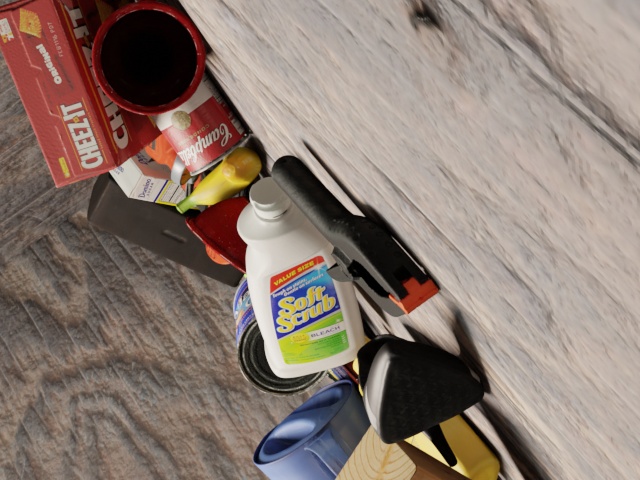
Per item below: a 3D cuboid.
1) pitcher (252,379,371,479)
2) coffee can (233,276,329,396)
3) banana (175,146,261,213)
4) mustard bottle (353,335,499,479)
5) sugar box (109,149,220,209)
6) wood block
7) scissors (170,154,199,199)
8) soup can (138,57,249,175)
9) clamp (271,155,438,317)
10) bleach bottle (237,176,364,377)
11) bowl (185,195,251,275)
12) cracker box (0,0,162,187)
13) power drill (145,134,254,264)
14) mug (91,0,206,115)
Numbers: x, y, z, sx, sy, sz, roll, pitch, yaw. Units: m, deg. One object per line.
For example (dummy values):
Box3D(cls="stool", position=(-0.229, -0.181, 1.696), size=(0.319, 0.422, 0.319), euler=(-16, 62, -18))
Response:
Box3D(cls="pitcher", position=(0.052, 0.279, 1.129), size=(0.243, 0.145, 0.149), euler=(52, -145, -8))
Box3D(cls="coffee can", position=(-0.043, 0.096, 1.175), size=(0.103, 0.103, 0.140), euler=(56, -175, -17))
Box3D(cls="banana", position=(-0.092, -0.063, 1.082), size=(0.037, 0.069, 0.198), euler=(48, 158, -6))
Box3D(cls="mustard bottle", position=(0.090, 0.163, 1.017), size=(0.192, 0.058, 0.096), euler=(50, 160, 31))
Box3D(cls="sugar box", position=(-0.196, -0.085, 1.407), size=(0.175, 0.048, 0.093), euler=(7, -147, -46))
Box3D(cls="wood block", position=(0.112, 0.244, 0.861), size=(0.206, 0.091, 0.090), euler=(34, 180, -23))
Box3D(cls="scissors", position=(-0.129, -0.089, 1.141), size=(0.016, 0.096, 0.202), euler=(30, 177, 0))
Box3D(cls="soup can", position=(-0.123, -0.122, 1.006), size=(0.102, 0.068, 0.068), euler=(55, 173, -13))
Box3D(cls="clamp", position=(0.022, 0.000, 0.762), size=(0.120, 0.039, 0.172), euler=(52, 168, -26))
Box3D(cls="bleach bottle", position=(-0.027, 0.032, 0.949), size=(0.251, 0.102, 0.068), euler=(71, -174, -54))
Box3D(cls="bowl", position=(-0.057, 0.001, 1.099), size=(0.162, 0.055, 0.162), euler=(34, -174, -4))
Box3D(cls="cracker box", position=(-0.217, -0.160, 1.021), size=(0.213, 0.072, 0.164), euler=(-69, -39, -71))
Box3D(cls="power drill", position=(-0.140, -0.083, 1.256), size=(0.188, 0.057, 0.185), euler=(57, 154, 23))
Box3D(cls="mug", position=(-0.148, -0.168, 0.916), size=(0.081, 0.093, 0.117), euler=(-134, 40, -77))
